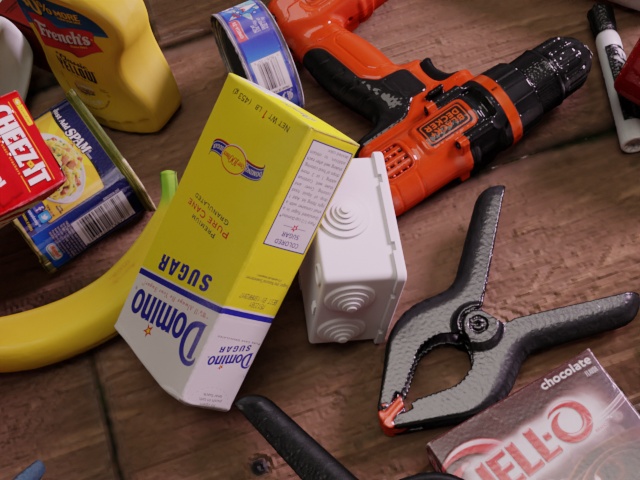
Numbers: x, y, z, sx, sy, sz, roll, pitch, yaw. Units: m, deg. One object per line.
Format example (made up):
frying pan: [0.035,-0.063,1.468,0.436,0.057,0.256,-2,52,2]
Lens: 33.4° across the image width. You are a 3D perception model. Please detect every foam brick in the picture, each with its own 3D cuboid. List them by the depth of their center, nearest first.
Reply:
foam brick: [-0.195,-0.173,0.802,0.053,0.051,0.078,26,67,21]

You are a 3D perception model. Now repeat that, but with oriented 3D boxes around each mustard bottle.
mustard bottle: [-0.156,-0.151,0.703,0.096,0.191,0.058,27,68,21]

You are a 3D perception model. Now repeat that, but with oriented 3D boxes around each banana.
banana: [-0.156,0.037,0.682,0.197,0.037,0.070,-35,78,-7]

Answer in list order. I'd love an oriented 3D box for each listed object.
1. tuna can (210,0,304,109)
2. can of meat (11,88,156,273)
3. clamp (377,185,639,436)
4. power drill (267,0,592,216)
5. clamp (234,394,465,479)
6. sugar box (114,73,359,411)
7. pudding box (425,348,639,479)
tuna can: [-0.043,-0.120,0.732,0.033,0.086,0.086,-24,61,-8]
can of meat: [-0.174,-0.039,0.721,0.084,0.057,0.102,-35,62,-9]
clamp: [0.092,0.045,0.647,0.171,0.039,0.120,-34,61,-11]
power drill: [0.065,-0.126,0.735,0.184,0.057,0.188,-33,62,-11]
clamp: [0.027,0.159,0.573,0.210,0.036,0.164,-6,63,19]
sugar box: [-0.054,0.001,0.624,0.093,0.048,0.176,38,104,47]
pudding box: [0.129,0.128,0.596,0.113,0.039,0.090,-29,61,-8]
